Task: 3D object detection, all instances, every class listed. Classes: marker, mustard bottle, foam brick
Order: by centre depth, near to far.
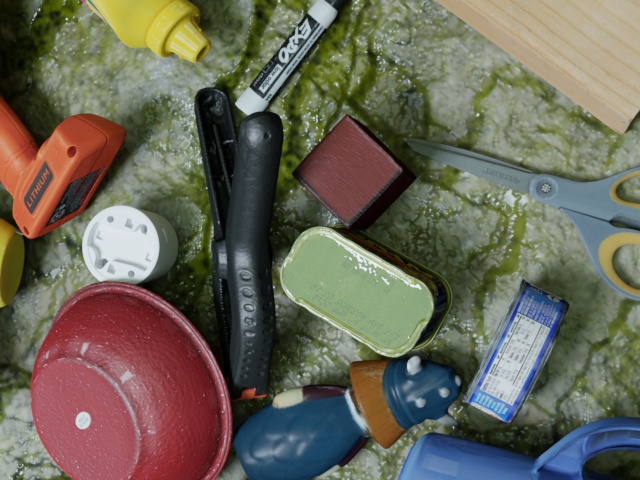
[{"bbox_3d":[0.024,-0.042,0.690,0.053,0.078,0.051,44,98,7],"label":"foam brick"},{"bbox_3d":[-0.149,-0.184,0.719,0.192,0.096,0.058,40,94,10],"label":"mustard bottle"},{"bbox_3d":[-0.014,-0.135,0.728,0.020,0.020,0.121,40,98,10],"label":"marker"}]

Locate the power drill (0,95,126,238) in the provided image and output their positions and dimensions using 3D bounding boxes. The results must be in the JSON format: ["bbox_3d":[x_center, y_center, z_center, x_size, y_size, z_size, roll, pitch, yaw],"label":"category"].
[{"bbox_3d":[-0.219,-0.109,0.724,0.188,0.057,0.185,46,132,9],"label":"power drill"}]

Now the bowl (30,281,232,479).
[{"bbox_3d":[-0.139,0.111,0.707,0.162,0.055,0.162,10,110,28],"label":"bowl"}]

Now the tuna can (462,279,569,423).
[{"bbox_3d":[0.122,0.069,0.663,0.034,0.086,0.086,26,95,10],"label":"tuna can"}]

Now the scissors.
[{"bbox_3d":[0.152,-0.014,0.692,0.202,0.016,0.096,5,91,13],"label":"scissors"}]

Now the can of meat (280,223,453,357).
[{"bbox_3d":[0.029,0.031,0.685,0.102,0.084,0.057,30,96,11],"label":"can of meat"}]

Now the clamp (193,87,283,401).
[{"bbox_3d":[-0.055,0.001,0.701,0.036,0.165,0.210,-5,111,-15],"label":"clamp"}]
